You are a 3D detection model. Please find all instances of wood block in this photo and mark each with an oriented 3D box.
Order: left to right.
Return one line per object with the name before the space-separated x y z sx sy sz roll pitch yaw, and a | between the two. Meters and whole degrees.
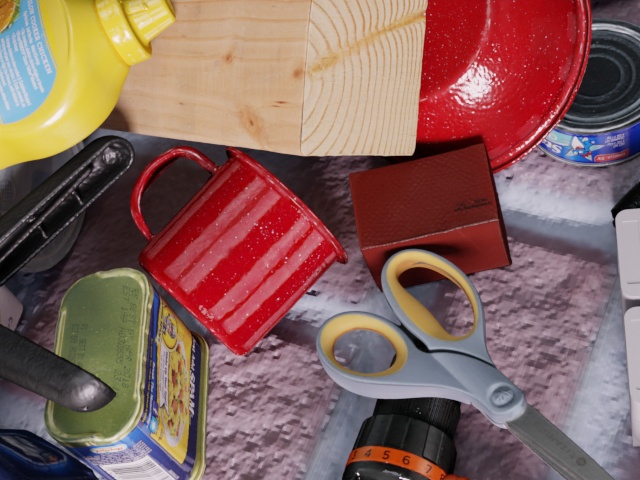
wood block | -0.051 -0.102 0.607 0.206 0.090 0.090 11 100 42

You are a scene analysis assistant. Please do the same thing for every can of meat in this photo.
can of meat | -0.100 0.077 0.566 0.057 0.084 0.102 -9 57 12

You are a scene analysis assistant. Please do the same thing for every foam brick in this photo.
foam brick | 0.061 -0.011 0.590 0.078 0.051 0.053 -12 57 11

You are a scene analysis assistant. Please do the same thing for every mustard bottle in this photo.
mustard bottle | -0.166 -0.086 0.572 0.192 0.058 0.096 -24 64 8

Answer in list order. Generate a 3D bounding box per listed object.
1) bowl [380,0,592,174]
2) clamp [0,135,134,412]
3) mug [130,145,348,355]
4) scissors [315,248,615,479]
bowl | 0.068 -0.116 0.608 0.162 0.055 0.162 -6 80 35
clamp | -0.188 0.025 0.564 0.210 0.036 0.164 -10 51 20
mug | -0.054 0.001 0.587 0.117 0.093 0.081 44 82 -7
scissors | 0.064 0.079 0.495 0.096 0.016 0.202 -24 46 -5
